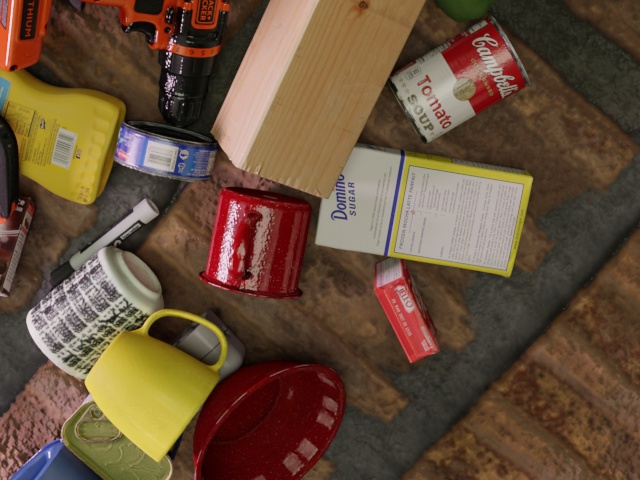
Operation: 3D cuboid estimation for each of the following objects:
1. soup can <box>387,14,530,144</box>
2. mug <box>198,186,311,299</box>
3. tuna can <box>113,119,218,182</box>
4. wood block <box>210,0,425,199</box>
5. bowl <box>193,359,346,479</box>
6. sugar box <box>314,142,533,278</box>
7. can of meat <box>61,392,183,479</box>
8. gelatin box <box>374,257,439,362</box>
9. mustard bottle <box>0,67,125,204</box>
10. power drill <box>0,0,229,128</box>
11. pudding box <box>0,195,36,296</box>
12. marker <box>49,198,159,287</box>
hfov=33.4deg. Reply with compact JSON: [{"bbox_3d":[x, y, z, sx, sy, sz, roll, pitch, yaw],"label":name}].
[{"bbox_3d":[0.115,-0.135,0.900,0.102,0.068,0.068,-30,100,9],"label":"soup can"},{"bbox_3d":[-0.056,0.001,0.915,0.093,0.117,0.081,13,98,12],"label":"mug"},{"bbox_3d":[-0.131,-0.077,0.913,0.086,0.086,0.034,14,101,-1],"label":"tuna can"},{"bbox_3d":[0.001,-0.151,0.867,0.090,0.090,0.206,19,107,-28],"label":"wood block"},{"bbox_3d":[-0.056,0.162,0.954,0.055,0.161,0.162,40,105,39],"label":"bowl"},{"bbox_3d":[0.089,-0.029,0.936,0.176,0.048,0.093,11,102,4],"label":"sugar box"},{"bbox_3d":[-0.176,0.175,0.971,0.102,0.084,0.057,43,101,-7],"label":"can of meat"},{"bbox_3d":[0.075,0.057,0.932,0.030,0.089,0.073,-25,100,7],"label":"gelatin box"},{"bbox_3d":[-0.272,-0.105,0.926,0.191,0.058,0.096,19,110,-2],"label":"mustard bottle"},{"bbox_3d":[-0.165,-0.175,0.859,0.187,0.057,0.184,-6,122,-31],"label":"power drill"},{"bbox_3d":[-0.320,-0.005,0.944,0.113,0.039,0.090,14,76,-3],"label":"pudding box"},{"bbox_3d":[-0.198,0.004,0.967,0.121,0.020,0.020,-37,99,9],"label":"marker"}]
